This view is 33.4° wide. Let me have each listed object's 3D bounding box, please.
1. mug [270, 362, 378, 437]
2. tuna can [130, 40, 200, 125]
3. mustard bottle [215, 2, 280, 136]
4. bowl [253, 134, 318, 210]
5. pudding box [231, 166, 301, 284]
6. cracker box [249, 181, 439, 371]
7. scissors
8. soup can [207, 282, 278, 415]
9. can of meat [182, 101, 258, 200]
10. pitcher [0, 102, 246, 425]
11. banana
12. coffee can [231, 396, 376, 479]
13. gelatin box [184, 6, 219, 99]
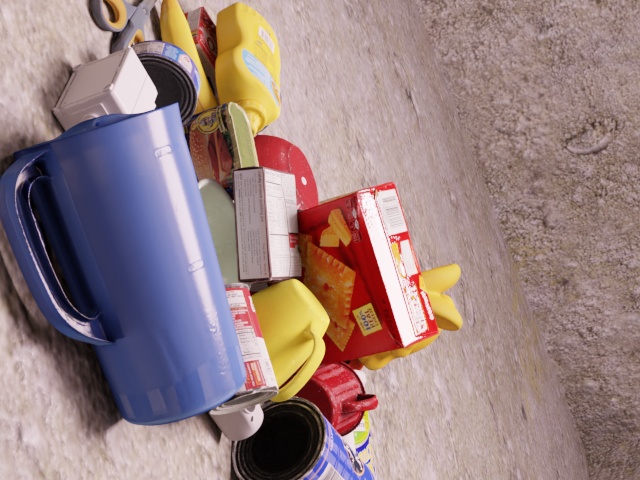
[{"bbox_3d":[0.006,0.182,1.182,0.081,0.117,0.093,-5,94,-68],"label":"mug"},{"bbox_3d":[-0.159,-0.148,1.026,0.033,0.086,0.086,-86,153,-52],"label":"tuna can"},{"bbox_3d":[-0.082,-0.184,1.221,0.096,0.058,0.191,51,24,-39],"label":"mustard bottle"},{"bbox_3d":[-0.045,-0.070,1.361,0.162,0.055,0.162,-17,90,-73],"label":"bowl"},{"bbox_3d":[-0.053,-0.014,1.054,0.090,0.039,0.113,5,80,-71],"label":"pudding box"},{"bbox_3d":[0.004,0.047,1.127,0.071,0.214,0.164,-15,88,-48],"label":"cracker box"},{"bbox_3d":[-0.199,-0.250,1.116,0.201,0.016,0.096,-90,156,-45],"label":"scissors"},{"bbox_3d":[-0.083,0.097,0.957,0.068,0.068,0.102,27,42,-67],"label":"soup can"},{"bbox_3d":[-0.114,-0.085,1.110,0.057,0.084,0.102,28,48,-67],"label":"can of meat"},{"bbox_3d":[-0.150,0.022,0.846,0.145,0.149,0.243,-144,-143,-78],"label":"pitcher"},{"bbox_3d":[-0.139,-0.175,1.200,0.069,0.037,0.198,-83,151,-65],"label":"banana"},{"bbox_3d":[-0.013,0.237,1.083,0.140,0.103,0.103,55,24,-44],"label":"coffee can"},{"bbox_3d":[-0.133,-0.221,1.273,0.073,0.030,0.089,-89,155,-45],"label":"gelatin box"}]
